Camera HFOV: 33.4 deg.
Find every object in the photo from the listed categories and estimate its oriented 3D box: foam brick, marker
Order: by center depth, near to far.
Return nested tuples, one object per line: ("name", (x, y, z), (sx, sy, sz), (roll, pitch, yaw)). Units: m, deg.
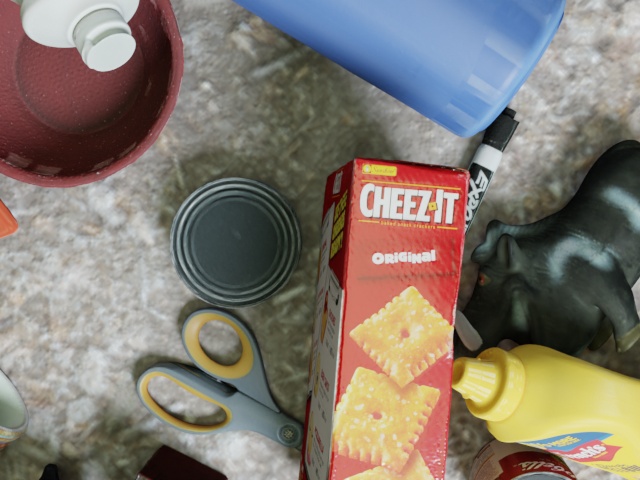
("foam brick", (-0.100, 0.175, 0.697), (0.053, 0.078, 0.051), (28, 95, 3))
("marker", (0.099, -0.031, 0.703), (0.020, 0.020, 0.121), (25, 95, 1))

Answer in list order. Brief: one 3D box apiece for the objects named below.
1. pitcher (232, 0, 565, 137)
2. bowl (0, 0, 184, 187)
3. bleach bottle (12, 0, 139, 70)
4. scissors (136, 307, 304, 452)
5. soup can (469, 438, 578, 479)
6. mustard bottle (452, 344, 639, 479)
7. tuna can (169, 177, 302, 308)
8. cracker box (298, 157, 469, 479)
("pitcher", (0.027, -0.179, 0.652), (0.243, 0.145, 0.149), (34, 106, -3))
("bowl", (-0.164, -0.115, 0.693), (0.162, 0.055, 0.162), (0, 93, 3))
("bleach bottle", (-0.185, -0.194, 0.626), (0.102, 0.068, 0.251), (-26, 66, -18))
("scissors", (-0.023, 0.109, 0.719), (0.202, 0.016, 0.096), (16, 94, 2))
("soup can", (0.131, 0.165, 0.671), (0.068, 0.102, 0.068), (0, 93, 3))
("mustard bottle", (0.157, 0.104, 0.636), (0.191, 0.096, 0.058), (21, 70, -25))
("tuna can", (-0.055, 0.001, 0.705), (0.086, 0.033, 0.086), (0, 93, 3))
("cracker box", (0.034, 0.065, 0.632), (0.072, 0.164, 0.214), (5, 90, -5))
